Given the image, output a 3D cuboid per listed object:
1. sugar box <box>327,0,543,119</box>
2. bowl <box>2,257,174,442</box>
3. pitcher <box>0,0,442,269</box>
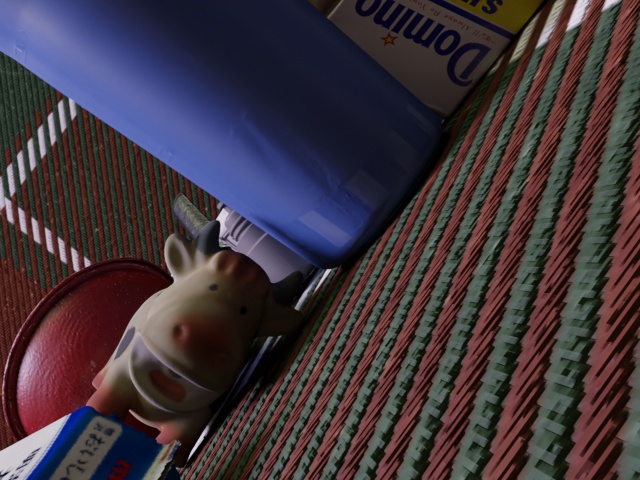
[{"bbox_3d":[0.090,-0.165,0.608,0.176,0.093,0.048,-52,5,11],"label":"sugar box"},{"bbox_3d":[-0.138,0.096,0.751,0.055,0.162,0.162,24,71,40],"label":"bowl"},{"bbox_3d":[-0.060,-0.092,0.594,0.145,0.243,0.149,-50,6,21],"label":"pitcher"}]
